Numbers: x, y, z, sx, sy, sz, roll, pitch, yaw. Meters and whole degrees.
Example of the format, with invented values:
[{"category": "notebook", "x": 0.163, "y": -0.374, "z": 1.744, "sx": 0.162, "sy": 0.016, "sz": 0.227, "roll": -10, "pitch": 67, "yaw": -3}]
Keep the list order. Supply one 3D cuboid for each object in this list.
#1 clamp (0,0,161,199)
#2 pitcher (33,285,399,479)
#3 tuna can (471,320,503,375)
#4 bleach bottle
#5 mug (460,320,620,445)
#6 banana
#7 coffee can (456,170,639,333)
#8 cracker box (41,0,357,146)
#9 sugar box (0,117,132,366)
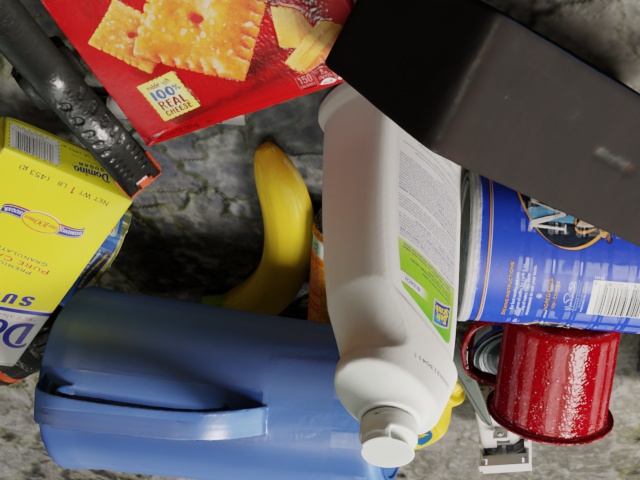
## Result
[{"category": "clamp", "x": -0.156, "y": -0.097, "z": 0.611, "sx": 0.036, "sy": 0.165, "sz": 0.210, "roll": -40, "pitch": 124, "yaw": -4}, {"category": "pitcher", "x": -0.067, "y": 0.109, "z": 0.739, "sx": 0.243, "sy": 0.149, "sz": 0.145, "roll": 4, "pitch": 138, "yaw": 16}, {"category": "tuna can", "x": 0.163, "y": 0.083, "z": 0.853, "sx": 0.086, "sy": 0.033, "sz": 0.086, "roll": 4, "pitch": 137, "yaw": 3}, {"category": "bleach bottle", "x": 0.039, "y": 0.014, "z": 0.632, "sx": 0.068, "sy": 0.250, "sz": 0.102, "roll": -30, "pitch": 126, "yaw": 33}, {"category": "mug", "x": 0.160, "y": 0.087, "z": 0.777, "sx": 0.117, "sy": 0.093, "sz": 0.081, "roll": 12, "pitch": 113, "yaw": 23}, {"category": "banana", "x": -0.039, "y": 0.008, "z": 0.794, "sx": 0.069, "sy": 0.037, "sz": 0.198, "roll": 15, "pitch": 137, "yaw": -10}, {"category": "coffee can", "x": 0.165, "y": 0.008, "z": 0.720, "sx": 0.140, "sy": 0.102, "sz": 0.103, "roll": 4, "pitch": 138, "yaw": 2}, {"category": "cracker box", "x": -0.076, "y": -0.165, "z": 0.585, "sx": 0.164, "sy": 0.072, "sz": 0.213, "roll": -14, "pitch": 133, "yaw": 21}, {"category": "sugar box", "x": -0.210, "y": 0.007, "z": 0.720, "sx": 0.093, "sy": 0.048, "sz": 0.176, "roll": 24, "pitch": 119, "yaw": -28}]
